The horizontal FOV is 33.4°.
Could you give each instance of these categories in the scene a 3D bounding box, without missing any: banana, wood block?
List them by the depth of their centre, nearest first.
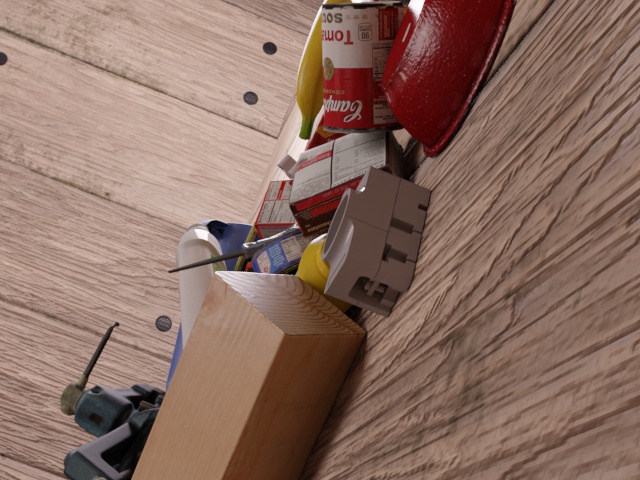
[{"bbox_3d":[-0.060,0.136,0.819,0.091,0.090,0.206,38,112,39],"label":"wood block"},{"bbox_3d":[0.004,-0.197,1.083,0.070,0.037,0.197,120,169,-57],"label":"banana"}]

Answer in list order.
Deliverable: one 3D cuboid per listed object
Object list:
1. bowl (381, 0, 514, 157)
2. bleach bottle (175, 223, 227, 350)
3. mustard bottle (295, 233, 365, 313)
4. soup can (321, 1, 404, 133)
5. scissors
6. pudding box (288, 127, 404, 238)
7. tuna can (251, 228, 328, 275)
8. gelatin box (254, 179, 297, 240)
[{"bbox_3d":[0.088,-0.146,0.795,0.162,0.055,0.162,-160,91,-83],"label":"bowl"},{"bbox_3d":[-0.130,0.078,1.265,0.251,0.068,0.102,-105,-8,-47],"label":"bleach bottle"},{"bbox_3d":[-0.003,0.048,0.903,0.096,0.058,0.192,-62,2,-34],"label":"mustard bottle"},{"bbox_3d":[0.035,-0.142,0.870,0.068,0.068,0.102,-97,5,-76],"label":"soup can"},{"bbox_3d":[-0.057,0.001,1.130,0.096,0.202,0.016,-43,-62,-58],"label":"scissors"},{"bbox_3d":[0.023,-0.054,0.895,0.090,0.039,0.113,-20,25,13],"label":"pudding box"},{"bbox_3d":[-0.019,0.022,0.996,0.034,0.086,0.086,68,153,23],"label":"tuna can"},{"bbox_3d":[-0.022,-0.034,1.195,0.030,0.089,0.073,69,-153,-43],"label":"gelatin box"}]
